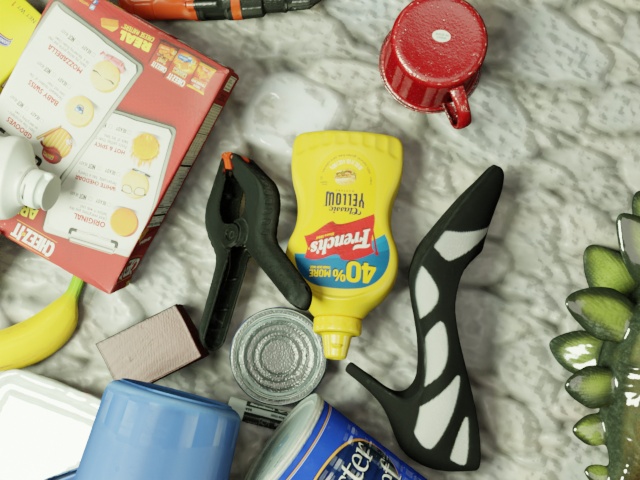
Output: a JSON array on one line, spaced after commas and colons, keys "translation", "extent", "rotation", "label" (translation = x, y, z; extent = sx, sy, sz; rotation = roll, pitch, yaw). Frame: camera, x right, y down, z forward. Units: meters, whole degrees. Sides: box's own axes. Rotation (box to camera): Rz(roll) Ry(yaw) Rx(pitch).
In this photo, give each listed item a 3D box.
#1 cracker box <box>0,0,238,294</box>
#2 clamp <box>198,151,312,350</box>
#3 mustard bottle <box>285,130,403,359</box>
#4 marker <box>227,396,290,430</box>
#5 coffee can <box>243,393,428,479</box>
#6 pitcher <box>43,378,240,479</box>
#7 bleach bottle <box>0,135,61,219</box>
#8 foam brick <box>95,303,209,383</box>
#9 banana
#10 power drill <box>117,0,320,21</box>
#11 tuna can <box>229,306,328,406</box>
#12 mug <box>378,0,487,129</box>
[{"translation": [-0.191, -0.088, 0.908], "extent": [0.164, 0.072, 0.214], "rotation": [29, 96, 4], "label": "cracker box"}, {"translation": [-0.056, 0.001, 0.899], "extent": [0.120, 0.039, 0.171], "rotation": [-13, 70, 33], "label": "clamp"}, {"translation": [0.019, 0.005, 0.905], "extent": [0.096, 0.058, 0.191], "rotation": [3, 78, 2], "label": "mustard bottle"}, {"translation": [-0.022, 0.159, 0.925], "extent": [0.121, 0.020, 0.020], "rotation": [14, 86, 2], "label": "marker"}, {"translation": [0.021, 0.207, 0.869], "extent": [0.140, 0.103, 0.103], "rotation": [38, 87, -6], "label": "coffee can"}, {"translation": [-0.152, 0.231, 0.811], "extent": [0.149, 0.145, 0.243], "rotation": [19, 82, -31], "label": "pitcher"}, {"translation": [-0.323, -0.085, 0.863], "extent": [0.251, 0.068, 0.102], "rotation": [19, 91, 13], "label": "bleach bottle"}, {"translation": [-0.143, 0.093, 0.915], "extent": [0.078, 0.053, 0.051], "rotation": [-26, 86, -2], "label": "foam brick"}, {"translation": [-0.294, 0.087, 0.927], "extent": [0.197, 0.037, 0.069], "rotation": [-15, 56, -4], "label": "banana"}, {"translation": [-0.089, -0.286, 0.941], "extent": [0.184, 0.057, 0.187], "rotation": [-2, 85, 2], "label": "power drill"}, {"translation": [-0.036, 0.100, 0.922], "extent": [0.086, 0.034, 0.086], "rotation": [0, 85, 0], "label": "tuna can"}, {"translation": [0.102, -0.151, 0.917], "extent": [0.093, 0.081, 0.117], "rotation": [-18, 85, -1], "label": "mug"}]
